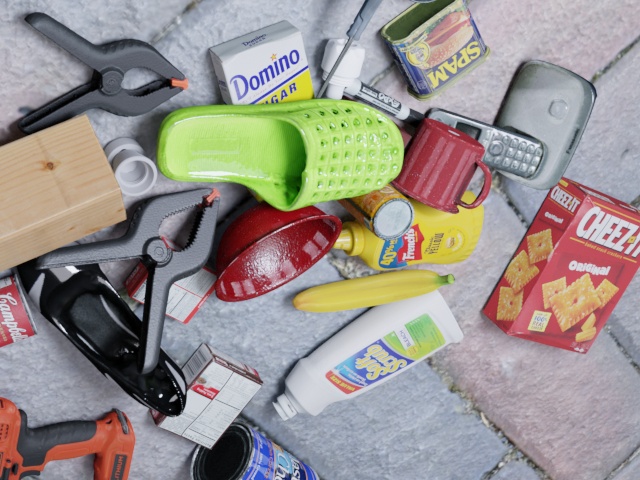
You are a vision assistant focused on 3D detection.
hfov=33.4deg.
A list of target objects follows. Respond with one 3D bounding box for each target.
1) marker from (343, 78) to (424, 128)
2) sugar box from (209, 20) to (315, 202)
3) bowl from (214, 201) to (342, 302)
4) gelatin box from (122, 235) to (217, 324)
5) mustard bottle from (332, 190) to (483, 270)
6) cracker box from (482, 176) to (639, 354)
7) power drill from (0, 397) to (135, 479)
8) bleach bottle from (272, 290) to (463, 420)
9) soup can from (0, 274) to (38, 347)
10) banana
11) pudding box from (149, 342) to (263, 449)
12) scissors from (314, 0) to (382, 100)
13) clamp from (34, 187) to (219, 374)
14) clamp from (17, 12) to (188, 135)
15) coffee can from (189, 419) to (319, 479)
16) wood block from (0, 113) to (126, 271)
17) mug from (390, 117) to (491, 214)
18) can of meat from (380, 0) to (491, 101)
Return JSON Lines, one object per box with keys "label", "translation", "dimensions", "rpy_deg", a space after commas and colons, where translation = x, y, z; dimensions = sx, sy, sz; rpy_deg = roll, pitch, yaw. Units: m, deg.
{"label": "marker", "translation": [0.073, -0.156, 1.214], "dimensions": [0.120, 0.020, 0.020], "rpy_deg": [22, 106, -35]}
{"label": "sugar box", "translation": [-0.051, -0.136, 1.145], "dimensions": [0.093, 0.048, 0.176], "rpy_deg": [-24, 127, -14]}
{"label": "bowl", "translation": [-0.058, 0.001, 1.191], "dimensions": [0.162, 0.055, 0.162], "rpy_deg": [-27, 160, -11]}
{"label": "gelatin box", "translation": [-0.166, 0.045, 1.203], "dimensions": [0.089, 0.030, 0.073], "rpy_deg": [31, 102, -37]}
{"label": "mustard bottle", "translation": [0.099, -0.009, 1.289], "dimensions": [0.191, 0.058, 0.096], "rpy_deg": [-5, 133, -24]}
{"label": "cracker box", "translation": [0.341, 0.040, 1.436], "dimensions": [0.163, 0.072, 0.214], "rpy_deg": [17, 108, -34]}
{"label": "power drill", "translation": [-0.318, 0.265, 1.236], "dimensions": [0.187, 0.057, 0.184], "rpy_deg": [3, 116, -29]}
{"label": "bleach bottle", "translation": [0.054, 0.152, 1.361], "dimensions": [0.251, 0.068, 0.102], "rpy_deg": [-34, 126, -3]}
{"label": "soup can", "translation": [-0.352, 0.084, 1.104], "dimensions": [0.102, 0.069, 0.068], "rpy_deg": [-21, 125, -15]}
{"label": "banana", "translation": [0.062, 0.059, 1.307], "dimensions": [0.197, 0.037, 0.069], "rpy_deg": [-11, 166, -3]}
{"label": "pudding box", "translation": [-0.138, 0.191, 1.298], "dimensions": [0.090, 0.039, 0.113], "rpy_deg": [33, 101, -38]}
{"label": "scissors", "translation": [0.044, -0.232, 1.097], "dimensions": [0.016, 0.096, 0.202], "rpy_deg": [28, 134, -7]}
{"label": "clamp", "translation": [-0.173, 0.026, 1.128], "dimensions": [0.209, 0.036, 0.164], "rpy_deg": [-41, 101, -29]}
{"label": "clamp", "translation": [-0.215, -0.169, 1.046], "dimensions": [0.171, 0.039, 0.120], "rpy_deg": [-12, 128, -25]}
{"label": "coffee can", "translation": [-0.081, 0.303, 1.353], "dimensions": [0.103, 0.103, 0.140], "rpy_deg": [-46, 128, 3]}
{"label": "wood block", "translation": [-0.302, -0.031, 1.028], "dimensions": [0.206, 0.091, 0.090], "rpy_deg": [-24, 167, -13]}
{"label": "mug", "translation": [0.143, -0.081, 1.211], "dimensions": [0.093, 0.117, 0.081], "rpy_deg": [5, 116, -54]}
{"label": "can of meat", "translation": [0.127, -0.219, 1.182], "dimensions": [0.102, 0.057, 0.084], "rpy_deg": [-37, 125, -5]}
